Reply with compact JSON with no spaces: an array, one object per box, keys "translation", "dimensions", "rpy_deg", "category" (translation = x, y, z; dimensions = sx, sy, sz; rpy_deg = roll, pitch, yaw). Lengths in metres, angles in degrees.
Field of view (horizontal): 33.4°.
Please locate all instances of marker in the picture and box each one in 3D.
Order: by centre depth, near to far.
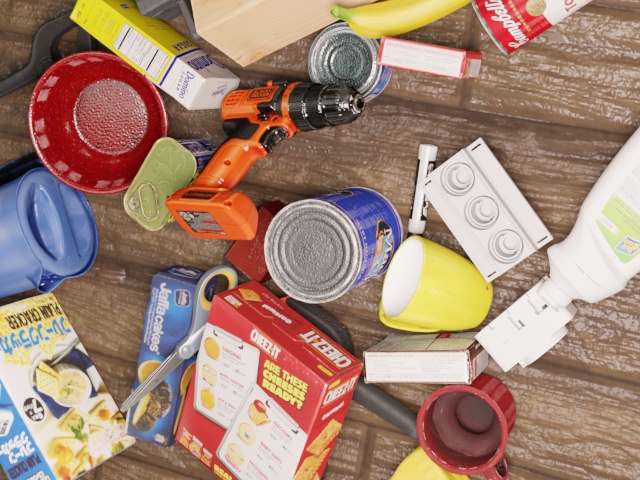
[{"translation":[0.105,-0.040,1.118],"dimensions":[0.020,0.020,0.121],"rpy_deg":[12,102,19],"category":"marker"}]

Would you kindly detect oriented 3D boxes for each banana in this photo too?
[{"translation":[0.110,-0.242,1.059],"dimensions":[0.198,0.069,0.037],"rpy_deg":[-21,80,7],"category":"banana"}]

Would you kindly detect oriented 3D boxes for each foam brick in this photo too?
[{"translation":[-0.058,0.001,1.170],"dimensions":[0.051,0.053,0.078],"rpy_deg":[42,109,11],"category":"foam brick"}]

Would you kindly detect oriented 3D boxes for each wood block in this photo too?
[{"translation":[-0.023,-0.272,1.084],"dimensions":[0.206,0.090,0.090],"rpy_deg":[-22,66,23],"category":"wood block"}]

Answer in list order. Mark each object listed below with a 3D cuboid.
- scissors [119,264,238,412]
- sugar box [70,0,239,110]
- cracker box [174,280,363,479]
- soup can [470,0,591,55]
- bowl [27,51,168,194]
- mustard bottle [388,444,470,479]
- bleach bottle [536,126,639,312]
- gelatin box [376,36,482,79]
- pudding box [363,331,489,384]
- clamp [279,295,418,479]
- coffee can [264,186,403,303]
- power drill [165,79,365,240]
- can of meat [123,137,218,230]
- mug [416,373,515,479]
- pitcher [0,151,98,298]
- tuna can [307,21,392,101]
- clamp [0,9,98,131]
[{"translation":[-0.150,0.100,1.171],"dimensions":[0.201,0.016,0.096],"rpy_deg":[-30,115,-14],"category":"scissors"},{"translation":[-0.179,-0.209,1.165],"dimensions":[0.176,0.093,0.048],"rpy_deg":[35,109,12],"category":"sugar box"},{"translation":[-0.059,0.175,1.146],"dimensions":[0.164,0.071,0.214],"rpy_deg":[35,125,26],"category":"cracker box"},{"translation":[0.206,-0.234,1.024],"dimensions":[0.102,0.068,0.068],"rpy_deg":[-32,86,22],"category":"soup can"},{"translation":[-0.245,-0.136,1.210],"dimensions":[0.162,0.055,0.162],"rpy_deg":[2,105,6],"category":"bowl"},{"translation":[0.078,0.308,1.158],"dimensions":[0.192,0.058,0.096],"rpy_deg":[-43,82,21],"category":"mustard bottle"},{"translation":[0.294,-0.037,1.001],"dimensions":[0.102,0.068,0.251],"rpy_deg":[44,103,9],"category":"bleach bottle"},{"translation":[0.109,-0.181,1.066],"dimensions":[0.089,0.073,0.030],"rpy_deg":[13,102,19],"category":"gelatin box"},{"translation":[0.110,0.122,1.101],"dimensions":[0.114,0.090,0.039],"rpy_deg":[-5,95,21],"category":"pudding box"},{"translation":[0.004,0.160,1.175],"dimensions":[0.165,0.036,0.210],"rpy_deg":[-39,79,31],"category":"clamp"},{"translation":[0.017,0.002,1.093],"dimensions":[0.103,0.140,0.103],"rpy_deg":[3,99,21],"category":"coffee can"},{"translation":[-0.059,-0.086,1.084],"dimensions":[0.185,0.187,0.057],"rpy_deg":[1,139,43],"category":"power drill"},{"translation":[-0.159,-0.066,1.182],"dimensions":[0.057,0.083,0.102],"rpy_deg":[37,109,12],"category":"can of meat"},{"translation":[0.160,0.194,1.097],"dimensions":[0.093,0.081,0.117],"rpy_deg":[-32,85,22],"category":"mug"},{"translation":[-0.396,0.002,1.272],"dimensions":[0.243,0.149,0.145],"rpy_deg":[-18,106,26],"category":"pitcher"},{"translation":[0.031,-0.186,1.118],"dimensions":[0.086,0.033,0.086],"rpy_deg":[3,99,21],"category":"tuna can"},{"translation":[-0.320,-0.200,1.247],"dimensions":[0.120,0.039,0.171],"rpy_deg":[23,103,-3],"category":"clamp"}]
